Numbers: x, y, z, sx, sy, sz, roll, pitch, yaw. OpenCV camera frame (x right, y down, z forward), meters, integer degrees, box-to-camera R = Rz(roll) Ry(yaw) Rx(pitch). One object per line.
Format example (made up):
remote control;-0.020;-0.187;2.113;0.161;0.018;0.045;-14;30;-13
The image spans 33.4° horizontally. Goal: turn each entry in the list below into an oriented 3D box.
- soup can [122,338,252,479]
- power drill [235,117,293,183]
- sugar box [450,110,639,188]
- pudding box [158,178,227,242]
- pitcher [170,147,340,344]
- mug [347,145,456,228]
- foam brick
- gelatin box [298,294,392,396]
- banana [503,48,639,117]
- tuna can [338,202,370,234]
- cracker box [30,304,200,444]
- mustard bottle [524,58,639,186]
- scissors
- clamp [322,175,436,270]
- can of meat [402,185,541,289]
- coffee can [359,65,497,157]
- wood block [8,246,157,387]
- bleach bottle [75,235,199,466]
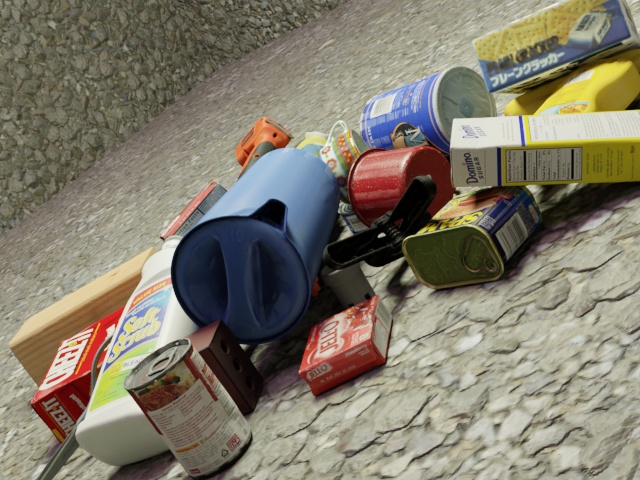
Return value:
soup can;-0.112;0.144;0.911;0.068;0.102;0.068;-30;16;9
power drill;-0.114;-0.077;1.547;0.185;0.057;0.187;-40;24;44
sugar box;0.207;-0.082;0.961;0.176;0.048;0.093;-4;22;11
pudding box;-0.112;0.000;1.210;0.090;0.113;0.039;-49;21;-7
pitcher;-0.057;0.001;1.084;0.149;0.145;0.242;-16;19;19
mug;0.099;-0.058;1.164;0.117;0.093;0.082;2;-4;-39
foam brick;-0.097;0.124;0.988;0.051;0.078;0.053;-26;19;19
gelatin box;0.023;0.091;0.943;0.073;0.030;0.089;-27;16;18
banana;0.290;-0.172;1.216;0.198;0.037;0.069;-20;0;33
tuna can;0.065;-0.043;1.256;0.086;0.033;0.086;-30;16;9
cracker box;-0.213;0.122;1.225;0.214;0.072;0.164;-30;17;10
mustard bottle;0.246;-0.113;1.073;0.096;0.058;0.191;-12;25;49
scissors;-0.222;0.192;1.108;0.201;0.096;0.016;-69;15;-10
clamp;0.075;-0.014;1.011;0.120;0.039;0.171;-34;-10;16
can of meat;0.139;-0.005;0.964;0.102;0.057;0.083;-13;22;49
coffee can;0.131;-0.147;1.314;0.141;0.103;0.102;-12;25;52
wood block;-0.285;0.105;1.382;0.206;0.090;0.091;-29;15;12
bleach bottle;-0.170;0.097;1.075;0.103;0.068;0.250;-22;40;25
